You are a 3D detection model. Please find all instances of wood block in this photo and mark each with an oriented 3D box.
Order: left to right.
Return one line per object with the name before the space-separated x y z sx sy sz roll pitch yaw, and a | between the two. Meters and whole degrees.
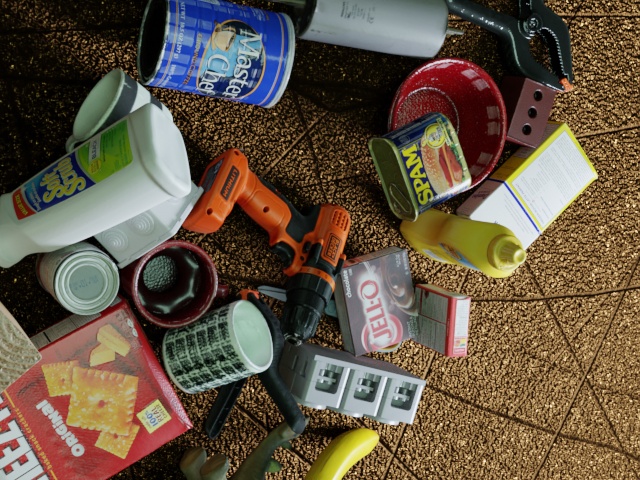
wood block | -0.343 0.085 1.009 0.090 0.206 0.090 -42 112 -13

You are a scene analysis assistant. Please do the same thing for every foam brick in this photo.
foam brick | 0.247 -0.159 1.318 0.052 0.051 0.078 17 91 -26

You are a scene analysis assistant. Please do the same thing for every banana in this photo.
banana | 0.015 0.275 1.244 0.197 0.037 0.069 -54 138 -44

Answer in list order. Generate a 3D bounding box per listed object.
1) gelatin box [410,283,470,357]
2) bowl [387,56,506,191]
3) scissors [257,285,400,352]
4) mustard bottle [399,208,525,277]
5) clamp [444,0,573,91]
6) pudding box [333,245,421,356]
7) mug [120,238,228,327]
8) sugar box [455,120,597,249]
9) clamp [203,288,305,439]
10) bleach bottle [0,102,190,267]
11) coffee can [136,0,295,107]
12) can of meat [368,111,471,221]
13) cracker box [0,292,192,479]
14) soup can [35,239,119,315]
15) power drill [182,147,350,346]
gelatin box | 0.145 0.095 1.292 0.030 0.089 0.073 0 98 -25
bowl | 0.140 -0.137 1.272 0.161 0.055 0.162 -4 100 -23
scissors | 0.026 0.066 1.275 0.201 0.016 0.096 33 83 -24
mustard bottle | 0.175 0.005 1.234 0.096 0.192 0.058 31 85 -25
clamp | 0.255 -0.276 1.311 0.164 0.036 0.210 -48 112 -11
pudding box | 0.064 0.071 1.261 0.089 0.039 0.113 -17 103 -21
mug | -0.156 0.042 1.154 0.117 0.082 0.093 9 94 -25
sugar box | 0.260 -0.059 1.344 0.176 0.048 0.093 -42 112 -9
clamp | -0.086 0.144 1.204 0.120 0.039 0.171 -14 74 12
bleach bottle | -0.250 -0.035 1.054 0.251 0.102 0.068 -28 137 15
coffee can | -0.111 -0.202 1.124 0.140 0.103 0.103 8 95 -25
can of meat | 0.114 -0.085 1.205 0.083 0.058 0.102 -28 109 -21
cracker box | -0.267 0.178 1.132 0.213 0.072 0.164 -29 108 -16
soup can | -0.251 0.035 1.100 0.068 0.102 0.068 -4 99 -24
power drill | -0.058 0.001 1.171 0.187 0.057 0.184 36 50 -24
